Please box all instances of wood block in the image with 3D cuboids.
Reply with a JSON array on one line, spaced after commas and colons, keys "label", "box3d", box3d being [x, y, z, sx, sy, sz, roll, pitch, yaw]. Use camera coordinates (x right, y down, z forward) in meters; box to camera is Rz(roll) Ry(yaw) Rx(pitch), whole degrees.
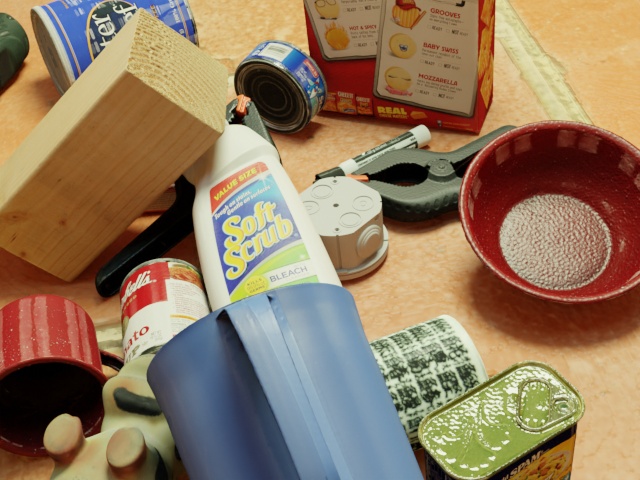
[{"label": "wood block", "box3d": [-0.172, -0.071, 0.850, 0.206, 0.090, 0.091, -40, 32, 29]}]

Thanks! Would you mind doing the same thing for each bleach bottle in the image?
[{"label": "bleach bottle", "box3d": [-0.055, 0.001, 0.811, 0.102, 0.068, 0.251, -22, 57, -6]}]

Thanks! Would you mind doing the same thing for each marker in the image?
[{"label": "marker", "box3d": [0.046, -0.072, 0.959, 0.121, 0.020, 0.020, -27, 45, -20]}]

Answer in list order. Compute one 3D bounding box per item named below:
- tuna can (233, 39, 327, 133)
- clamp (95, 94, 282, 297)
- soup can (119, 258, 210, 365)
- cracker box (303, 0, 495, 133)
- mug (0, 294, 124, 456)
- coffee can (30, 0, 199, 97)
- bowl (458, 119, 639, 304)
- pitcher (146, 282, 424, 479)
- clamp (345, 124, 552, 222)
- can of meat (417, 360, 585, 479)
[{"label": "tuna can", "box3d": [-0.038, -0.143, 0.999, 0.086, 0.086, 0.033, 18, 49, 25]}, {"label": "clamp", "box3d": [-0.095, -0.031, 0.892, 0.164, 0.036, 0.210, 0, 59, 9]}, {"label": "soup can", "box3d": [-0.111, 0.070, 0.780, 0.068, 0.068, 0.102, -11, 36, -5]}, {"label": "cracker box", "box3d": [0.072, -0.209, 0.960, 0.164, 0.214, 0.072, 10, 45, 18]}, {"label": "mug", "box3d": [-0.187, 0.094, 0.766, 0.117, 0.093, 0.081, 9, 31, -24]}, {"label": "coffee can", "box3d": [-0.208, -0.209, 1.083, 0.140, 0.103, 0.103, -24, 45, -18]}, {"label": "bowl", "box3d": [0.186, -0.013, 0.827, 0.162, 0.055, 0.162, -1, 61, 1]}, {"label": "pitcher", "box3d": [0.001, 0.150, 0.584, 0.149, 0.145, 0.243, 7, 50, -48]}, {"label": "clamp", "box3d": [0.110, -0.044, 0.906, 0.171, 0.039, 0.120, -13, 39, -7]}, {"label": "can of meat", "box3d": [0.113, 0.137, 0.669, 0.102, 0.084, 0.057, -26, 45, -20]}]
